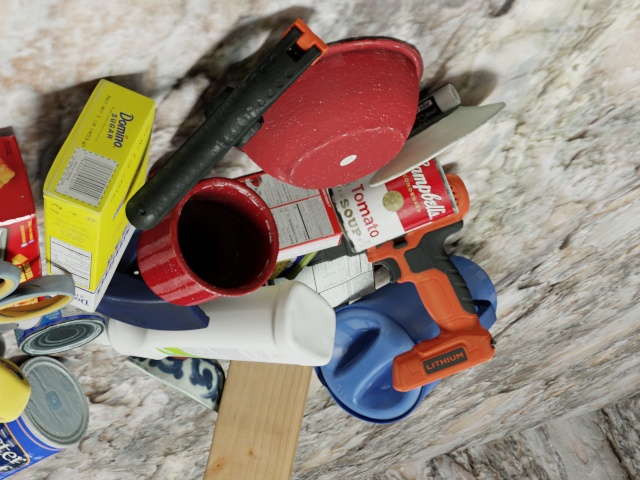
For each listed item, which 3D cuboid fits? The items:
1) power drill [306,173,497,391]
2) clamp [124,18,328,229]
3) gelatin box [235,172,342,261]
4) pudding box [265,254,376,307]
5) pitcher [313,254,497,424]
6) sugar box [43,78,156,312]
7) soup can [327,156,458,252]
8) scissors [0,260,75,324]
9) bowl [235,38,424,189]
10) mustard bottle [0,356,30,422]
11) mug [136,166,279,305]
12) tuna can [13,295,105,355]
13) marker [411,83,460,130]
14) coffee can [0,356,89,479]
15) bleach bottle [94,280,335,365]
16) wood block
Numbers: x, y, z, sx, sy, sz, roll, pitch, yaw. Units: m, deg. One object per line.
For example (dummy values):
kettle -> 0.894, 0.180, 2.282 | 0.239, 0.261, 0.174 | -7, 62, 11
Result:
power drill -> 0.077, 0.045, 1.029 | 0.184, 0.187, 0.057 | -19, -178, 0
clamp -> -0.061, -0.082, 0.728 | 0.172, 0.039, 0.120 | -42, -165, 14
gelatin box -> -0.035, -0.022, 0.901 | 0.089, 0.073, 0.030 | -16, 161, -12
pudding box -> -0.001, 0.033, 1.094 | 0.113, 0.039, 0.090 | -21, 141, -10
pitcher -> 0.116, 0.098, 1.200 | 0.242, 0.149, 0.145 | -28, 145, -54
sugar box -> -0.155, -0.024, 0.745 | 0.048, 0.093, 0.176 | 22, 154, 0
soup can -> 0.065, -0.038, 0.965 | 0.102, 0.068, 0.068 | -22, 161, 6
scissors -> -0.271, 0.053, 0.741 | 0.202, 0.016, 0.096 | -16, 155, 7
bowl -> 0.012, -0.084, 0.808 | 0.162, 0.055, 0.162 | -18, 161, -6
mustard bottle -> -0.295, 0.115, 0.888 | 0.096, 0.058, 0.191 | 19, 165, 12
mug -> -0.098, -0.005, 0.832 | 0.093, 0.117, 0.082 | -38, -171, -35
tuna can -> -0.250, 0.079, 1.019 | 0.086, 0.034, 0.086 | -18, 161, -7
marker -> 0.060, -0.093, 0.886 | 0.121, 0.020, 0.020 | -29, 159, 23
coffee can -> -0.336, 0.199, 1.154 | 0.140, 0.103, 0.102 | -28, 159, 23
bleach bottle -> -0.117, 0.083, 1.026 | 0.251, 0.068, 0.102 | -3, 159, 26
wood block -> -0.065, 0.198, 1.198 | 0.090, 0.206, 0.091 | 10, 160, 4
